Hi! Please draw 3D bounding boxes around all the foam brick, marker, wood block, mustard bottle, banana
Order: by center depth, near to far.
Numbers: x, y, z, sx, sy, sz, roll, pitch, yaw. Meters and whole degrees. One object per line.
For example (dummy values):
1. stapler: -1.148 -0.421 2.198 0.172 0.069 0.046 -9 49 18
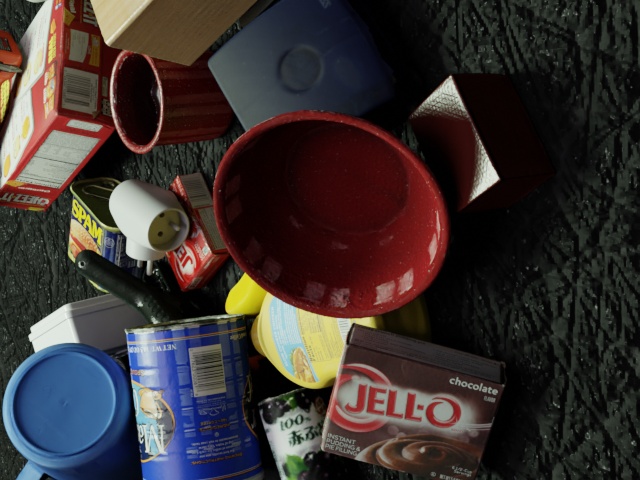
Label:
1. foam brick: 0.103 -0.062 0.690 0.053 0.051 0.078 -41 66 49
2. wood block: -0.082 -0.235 0.811 0.206 0.090 0.090 -36 63 34
3. mustard bottle: 0.002 0.068 0.841 0.192 0.058 0.096 -15 91 52
4. marker: -0.028 -0.203 0.851 0.121 0.020 0.020 -31 74 50
5. banana: -0.047 0.010 0.895 0.070 0.037 0.198 56 147 38

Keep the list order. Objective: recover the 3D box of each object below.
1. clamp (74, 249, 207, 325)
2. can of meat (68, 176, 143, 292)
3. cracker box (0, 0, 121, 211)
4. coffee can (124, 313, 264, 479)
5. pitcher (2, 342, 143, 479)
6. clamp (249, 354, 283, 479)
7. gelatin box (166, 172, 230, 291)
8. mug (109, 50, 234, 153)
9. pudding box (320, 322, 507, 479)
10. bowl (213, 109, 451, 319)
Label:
1. clamp: -0.153 0.062 1.000 0.172 0.120 0.039 38 107 36
2. can of meat: -0.222 -0.005 1.114 0.102 0.057 0.084 42 131 40
3. cracker box: -0.275 -0.147 1.109 0.214 0.072 0.164 -35 52 50
4. coffee can: -0.106 0.138 0.903 0.103 0.102 0.140 -9 88 52
5. pitcher: -0.222 0.182 1.000 0.243 0.145 0.149 93 174 -71
6. clamp: -0.042 0.209 0.947 0.165 0.036 0.210 4 100 52
7. gelatin box: -0.122 -0.007 1.006 0.073 0.030 0.089 -47 62 46
8. mug: -0.136 -0.134 0.953 0.117 0.081 0.093 48 132 34
9. pudding box: 0.063 0.115 0.741 0.113 0.039 0.090 13 117 3
10. bowl: 0.012 -0.027 0.719 0.162 0.055 0.162 9 126 12
